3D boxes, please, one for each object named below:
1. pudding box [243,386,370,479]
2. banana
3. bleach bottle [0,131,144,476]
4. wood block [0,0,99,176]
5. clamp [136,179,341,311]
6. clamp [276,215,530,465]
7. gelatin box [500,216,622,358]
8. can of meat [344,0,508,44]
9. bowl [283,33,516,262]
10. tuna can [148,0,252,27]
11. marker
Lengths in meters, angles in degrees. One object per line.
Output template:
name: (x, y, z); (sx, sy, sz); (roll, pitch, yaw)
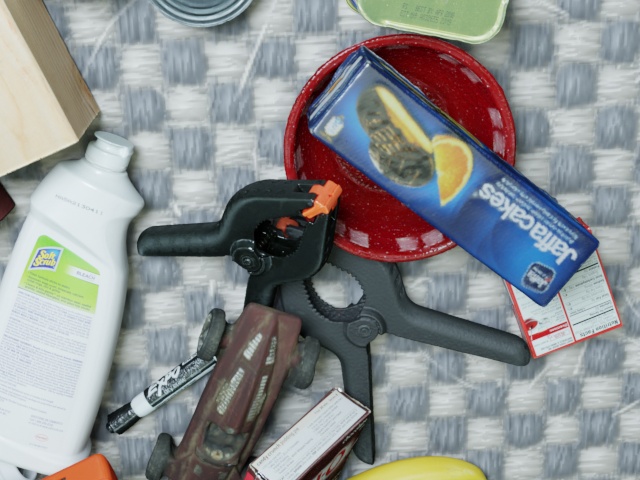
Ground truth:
pudding box: (-0.018, 0.172, 0.794); (0.039, 0.113, 0.090); (36, 132, 15)
banana: (0.050, 0.213, 0.862); (0.198, 0.037, 0.069); (-15, 109, 2)
bleach bottle: (-0.182, 0.044, 0.779); (0.102, 0.068, 0.251); (20, 105, -10)
wood block: (-0.238, -0.149, 0.694); (0.090, 0.091, 0.206); (-23, 109, 6)
clamp: (-0.055, 0.001, 0.752); (0.120, 0.039, 0.172); (34, 131, -12)
clamp: (0.046, 0.059, 0.805); (0.165, 0.036, 0.210); (-30, 106, 17)
gelatin box: (0.180, 0.037, 0.812); (0.073, 0.030, 0.089); (-22, 109, 3)
can of meat: (0.069, -0.167, 0.707); (0.102, 0.084, 0.057); (9, 108, -6)
bowl: (0.053, -0.069, 0.755); (0.162, 0.055, 0.162); (-1, 109, -3)
tuna can: (-0.081, -0.189, 0.718); (0.086, 0.034, 0.086); (-1, 109, -3)
marker: (-0.118, 0.113, 0.828); (0.121, 0.020, 0.020); (-36, 107, 9)
